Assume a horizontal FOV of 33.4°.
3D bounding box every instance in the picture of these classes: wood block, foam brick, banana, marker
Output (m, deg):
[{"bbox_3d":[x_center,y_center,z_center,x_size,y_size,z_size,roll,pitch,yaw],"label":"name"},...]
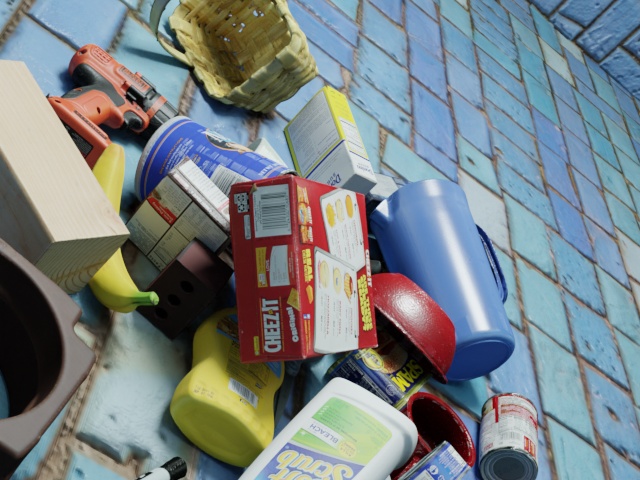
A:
[{"bbox_3d":[-0.272,-0.056,0.946,0.090,0.090,0.206,-7,58,-56],"label":"wood block"},{"bbox_3d":[-0.130,0.046,1.014,0.053,0.078,0.051,41,30,-6],"label":"foam brick"},{"bbox_3d":[-0.195,-0.003,1.000,0.037,0.070,0.198,50,16,-54],"label":"banana"},{"bbox_3d":[-0.146,0.199,0.851,0.020,0.020,0.120,52,29,12],"label":"marker"}]

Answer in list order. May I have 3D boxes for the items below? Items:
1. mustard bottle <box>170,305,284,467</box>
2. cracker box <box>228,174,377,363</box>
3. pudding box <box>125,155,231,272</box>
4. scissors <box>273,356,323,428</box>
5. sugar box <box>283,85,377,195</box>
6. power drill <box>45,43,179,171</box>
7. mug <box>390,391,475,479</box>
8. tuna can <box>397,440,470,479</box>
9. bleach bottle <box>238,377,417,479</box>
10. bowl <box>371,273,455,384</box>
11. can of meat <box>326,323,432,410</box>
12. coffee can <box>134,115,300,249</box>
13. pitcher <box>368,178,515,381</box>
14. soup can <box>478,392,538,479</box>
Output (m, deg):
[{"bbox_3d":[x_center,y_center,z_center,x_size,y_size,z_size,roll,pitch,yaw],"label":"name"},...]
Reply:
[{"bbox_3d":[-0.079,0.118,1.006,0.096,0.058,0.191,38,29,-16],"label":"mustard bottle"},{"bbox_3d":[-0.013,0.030,1.031,0.213,0.072,0.164,7,78,-70],"label":"cracker box"},{"bbox_3d":[-0.134,-0.014,1.048,0.090,0.114,0.039,45,44,-1],"label":"pudding box"},{"bbox_3d":[-0.043,0.115,1.104,0.096,0.016,0.201,45,28,2],"label":"scissors"},{"bbox_3d":[0.011,-0.112,1.397,0.048,0.093,0.176,21,37,-38],"label":"sugar box"},{"bbox_3d":[-0.217,-0.121,1.142,0.184,0.057,0.187,38,26,-7],"label":"power drill"},{"bbox_3d":[0.093,0.219,1.079,0.093,0.082,0.117,45,28,-1],"label":"mug"},{"bbox_3d":[0.093,0.220,0.965,0.034,0.086,0.086,49,28,10],"label":"tuna can"},{"bbox_3d":[-0.021,0.222,0.889,0.103,0.068,0.250,32,44,15],"label":"bleach bottle"},{"bbox_3d":[0.101,0.088,1.208,0.162,0.055,0.162,44,-7,6],"label":"bowl"},{"bbox_3d":[0.064,0.146,1.165,0.084,0.058,0.102,46,27,8],"label":"can of meat"},{"bbox_3d":[-0.105,-0.055,1.101,0.140,0.103,0.102,27,23,19],"label":"coffee can"},{"bbox_3d":[0.165,0.052,1.351,0.145,0.149,0.243,68,4,-54],"label":"pitcher"},{"bbox_3d":[0.220,0.234,1.245,0.068,0.069,0.102,39,29,-12],"label":"soup can"}]
